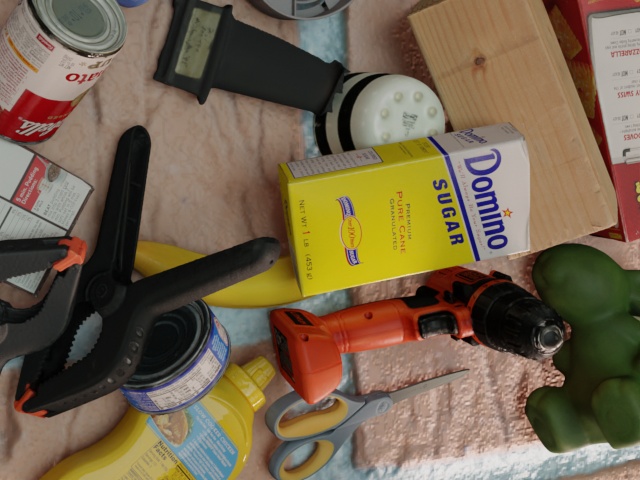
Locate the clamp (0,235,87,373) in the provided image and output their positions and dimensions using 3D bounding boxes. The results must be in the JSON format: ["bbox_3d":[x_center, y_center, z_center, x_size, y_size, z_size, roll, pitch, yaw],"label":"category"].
[{"bbox_3d":[-0.229,0.049,0.695,0.120,0.039,0.171,40,101,-26],"label":"clamp"}]

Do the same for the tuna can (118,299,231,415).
[{"bbox_3d":[-0.108,0.078,0.749,0.086,0.086,0.033,-43,134,-15],"label":"tuna can"}]

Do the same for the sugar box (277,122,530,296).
[{"bbox_3d":[0.063,-0.023,0.770,0.176,0.048,0.093,-11,117,-6],"label":"sugar box"}]

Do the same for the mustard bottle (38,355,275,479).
[{"bbox_3d":[-0.107,0.153,0.774,0.191,0.058,0.096,-41,110,-16],"label":"mustard bottle"}]

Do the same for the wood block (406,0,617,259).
[{"bbox_3d":[0.153,-0.103,0.834,0.091,0.090,0.206,-20,105,20],"label":"wood block"}]

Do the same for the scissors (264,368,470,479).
[{"bbox_3d":[0.035,0.147,0.860,0.201,0.016,0.096,2,117,-39],"label":"scissors"}]

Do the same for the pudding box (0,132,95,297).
[{"bbox_3d":[-0.222,-0.025,0.717,0.113,0.039,0.090,30,85,-21],"label":"pudding box"}]

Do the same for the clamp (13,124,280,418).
[{"bbox_3d":[-0.142,0.029,0.732,0.210,0.165,0.036,-47,146,6],"label":"clamp"}]

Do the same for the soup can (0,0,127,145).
[{"bbox_3d":[-0.176,-0.116,0.682,0.068,0.102,0.068,24,47,-29],"label":"soup can"}]

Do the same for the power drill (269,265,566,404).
[{"bbox_3d":[0.066,0.069,0.790,0.187,0.185,0.057,-11,99,-14],"label":"power drill"}]

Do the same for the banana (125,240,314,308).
[{"bbox_3d":[-0.047,0.018,0.805,0.197,0.037,0.069,-12,83,-25],"label":"banana"}]
